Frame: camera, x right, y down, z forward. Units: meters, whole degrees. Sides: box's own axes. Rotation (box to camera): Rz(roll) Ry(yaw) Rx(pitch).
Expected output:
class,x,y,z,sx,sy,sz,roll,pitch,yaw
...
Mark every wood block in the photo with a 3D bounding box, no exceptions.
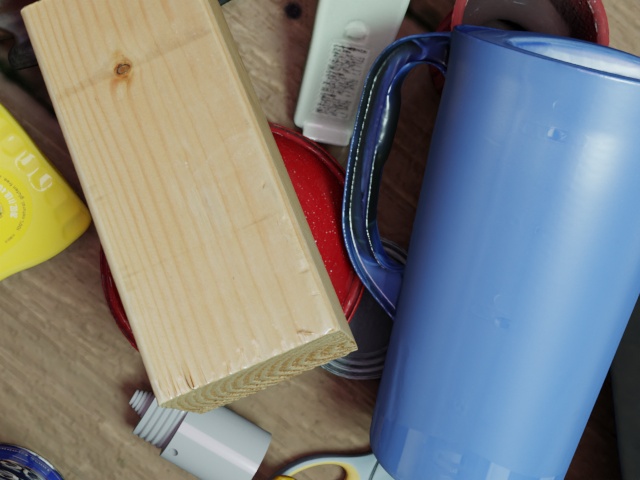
class,x,y,z,sx,sy,sz,roll,pitch,yaw
wood block,-0.063,-0.028,0.533,0.091,0.090,0.206,-22,76,3

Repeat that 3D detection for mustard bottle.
class,x,y,z,sx,sy,sz,roll,pitch,yaw
mustard bottle,-0.230,0.011,0.593,0.191,0.058,0.096,-39,112,-7

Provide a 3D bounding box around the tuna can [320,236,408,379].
class,x,y,z,sx,sy,sz,roll,pitch,yaw
tuna can,0.022,0.040,0.642,0.086,0.034,0.086,0,87,-8

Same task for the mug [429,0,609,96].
class,x,y,z,sx,sy,sz,roll,pitch,yaw
mug,0.120,-0.106,0.640,0.093,0.081,0.117,-38,92,-9

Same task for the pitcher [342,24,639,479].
class,x,y,z,sx,sy,sz,roll,pitch,yaw
pitcher,0.094,0.013,0.560,0.144,0.149,0.243,5,109,-26

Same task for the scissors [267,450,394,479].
class,x,y,z,sx,sy,sz,roll,pitch,yaw
scissors,0.057,0.145,0.651,0.201,0.016,0.096,-22,92,-8

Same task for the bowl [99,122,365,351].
class,x,y,z,sx,sy,sz,roll,pitch,yaw
bowl,-0.054,0.001,0.601,0.162,0.055,0.162,-2,78,7
